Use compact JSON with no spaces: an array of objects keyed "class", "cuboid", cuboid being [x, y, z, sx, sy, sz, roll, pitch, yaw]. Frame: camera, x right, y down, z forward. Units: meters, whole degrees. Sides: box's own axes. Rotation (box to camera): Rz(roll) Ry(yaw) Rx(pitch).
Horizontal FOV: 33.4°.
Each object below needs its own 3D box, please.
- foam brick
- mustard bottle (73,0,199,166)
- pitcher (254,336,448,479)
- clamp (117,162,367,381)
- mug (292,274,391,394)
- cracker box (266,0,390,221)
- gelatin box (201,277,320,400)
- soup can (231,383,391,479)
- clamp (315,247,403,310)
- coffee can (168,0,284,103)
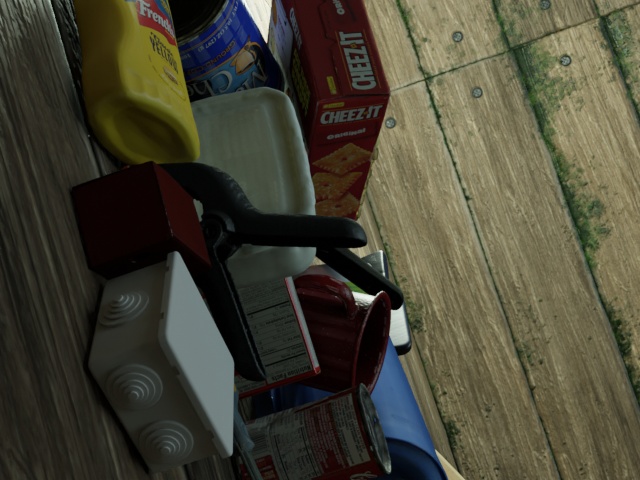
[{"class":"foam brick","cuboid":[-0.105,-0.006,0.642,0.078,0.053,0.051,49,23,-70]},{"class":"mustard bottle","cuboid":[-0.135,-0.144,0.754,0.096,0.058,0.191,42,28,-53]},{"class":"pitcher","cuboid":[0.019,0.150,0.946,0.243,0.145,0.149,-103,-175,-61]},{"class":"clamp","cuboid":[-0.057,-0.005,0.694,0.171,0.120,0.039,44,-12,18]},{"class":"mug","cuboid":[0.003,0.070,0.848,0.117,0.082,0.093,81,27,-47]},{"class":"cracker box","cuboid":[0.000,-0.133,0.977,0.214,0.072,0.164,104,-26,-61]},{"class":"gelatin box","cuboid":[-0.048,0.069,0.802,0.030,0.073,0.089,11,61,-81]},{"class":"soup can","cuboid":[-0.007,0.152,0.779,0.068,0.102,0.068,-19,90,-83]},{"class":"clamp","cuboid":[-0.022,0.001,1.146,0.164,0.036,0.210,-3,46,-38]},{"class":"coffee can","cuboid":[-0.099,-0.160,0.891,0.140,0.103,0.103,59,14,-59]}]
